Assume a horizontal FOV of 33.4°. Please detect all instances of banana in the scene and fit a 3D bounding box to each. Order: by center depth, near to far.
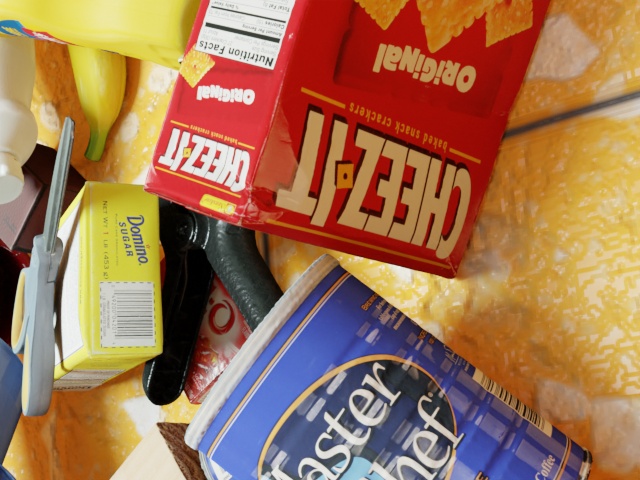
[{"bbox_3d":[-0.173,-0.153,0.740,0.070,0.037,0.198,-37,60,28],"label":"banana"}]

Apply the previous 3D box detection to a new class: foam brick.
[{"bbox_3d":[-0.196,-0.030,0.727,0.078,0.051,0.053,40,108,36],"label":"foam brick"}]

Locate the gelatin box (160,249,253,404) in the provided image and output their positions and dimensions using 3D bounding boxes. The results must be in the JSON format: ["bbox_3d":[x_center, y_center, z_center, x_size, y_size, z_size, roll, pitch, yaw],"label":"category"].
[{"bbox_3d":[-0.063,0.039,0.621,0.073,0.030,0.089,-46,57,22],"label":"gelatin box"}]

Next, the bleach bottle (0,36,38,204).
[{"bbox_3d":[-0.229,-0.135,0.713,0.103,0.068,0.251,-38,55,24],"label":"bleach bottle"}]

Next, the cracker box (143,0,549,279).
[{"bbox_3d":[0.030,-0.100,0.487,0.072,0.163,0.214,21,94,41],"label":"cracker box"}]

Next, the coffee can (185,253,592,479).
[{"bbox_3d":[0.028,0.088,0.457,0.140,0.102,0.103,37,107,6],"label":"coffee can"}]

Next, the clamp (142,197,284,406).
[{"bbox_3d":[-0.054,0.001,0.576,0.120,0.039,0.171,-10,77,39],"label":"clamp"}]

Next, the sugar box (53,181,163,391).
[{"bbox_3d":[-0.134,0.034,0.624,0.176,0.048,0.093,149,121,-65],"label":"sugar box"}]

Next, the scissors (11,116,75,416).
[{"bbox_3d":[-0.145,0.028,0.567,0.202,0.016,0.096,128,136,-56],"label":"scissors"}]

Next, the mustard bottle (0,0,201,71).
[{"bbox_3d":[-0.147,-0.143,0.640,0.192,0.096,0.058,14,101,16],"label":"mustard bottle"}]
